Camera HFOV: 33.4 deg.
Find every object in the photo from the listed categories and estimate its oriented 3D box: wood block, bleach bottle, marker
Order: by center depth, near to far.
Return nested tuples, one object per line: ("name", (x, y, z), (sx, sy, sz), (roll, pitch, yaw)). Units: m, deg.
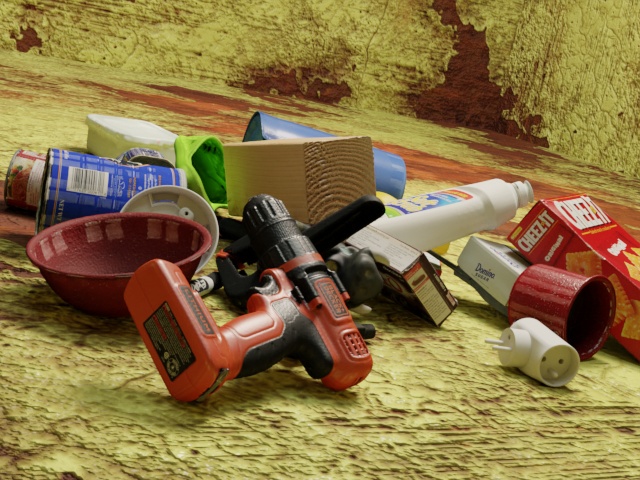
("marker", (-0.123, 0.048, 1.030), (0.020, 0.020, 0.121), (16, 12, 16))
("wood block", (-0.028, -0.072, 1.238), (0.090, 0.091, 0.206), (-9, 8, -28))
("bleach bottle", (0.125, -0.024, 1.253), (0.250, 0.068, 0.102), (-17, 17, -7))

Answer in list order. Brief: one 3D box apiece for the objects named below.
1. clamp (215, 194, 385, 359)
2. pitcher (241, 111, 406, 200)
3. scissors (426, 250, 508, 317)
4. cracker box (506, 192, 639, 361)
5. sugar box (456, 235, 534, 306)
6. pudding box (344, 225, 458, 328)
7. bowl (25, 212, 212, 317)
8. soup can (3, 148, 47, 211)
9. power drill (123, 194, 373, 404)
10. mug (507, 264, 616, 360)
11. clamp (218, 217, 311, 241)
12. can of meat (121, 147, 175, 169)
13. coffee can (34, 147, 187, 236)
("clamp", (-0.031, 0.018, 1.011), (0.036, 0.164, 0.210), (40, -12, -30))
("pitcher", (-0.004, -0.101, 1.602), (0.242, 0.145, 0.149), (13, 36, -16))
("scissors", (0.187, 0.045, 1.280), (0.096, 0.016, 0.202), (11, 22, -46))
("cracker box", (0.340, 0.038, 1.236), (0.214, 0.072, 0.163), (46, 25, 20))
("sugar box", (0.247, 0.047, 1.251), (0.175, 0.048, 0.093), (10, 25, -43))
("pudding box", (0.086, 0.036, 1.142), (0.114, 0.039, 0.090), (26, -21, 53))
("bowl", (-0.176, 0.025, 0.944), (0.162, 0.055, 0.162), (0, 21, 0))
("soup can", (-0.304, -0.062, 1.230), (0.102, 0.068, 0.068), (13, 12, -1))
("power drill", (-0.058, 0.045, 0.840), (0.187, 0.057, 0.184), (-8, 60, -47))
("mug", (0.247, 0.079, 1.134), (0.117, 0.093, 0.082), (-40, 36, -27))
("clamp", (-0.058, 0.002, 1.267), (0.120, 0.039, 0.171), (-1, 11, -9))
("can of meat", (-0.202, -0.051, 1.210), (0.057, 0.102, 0.084), (8, 11, -16))
("coffee can", (-0.219, -0.034, 1.108), (0.140, 0.103, 0.103), (8, 13, -18))
